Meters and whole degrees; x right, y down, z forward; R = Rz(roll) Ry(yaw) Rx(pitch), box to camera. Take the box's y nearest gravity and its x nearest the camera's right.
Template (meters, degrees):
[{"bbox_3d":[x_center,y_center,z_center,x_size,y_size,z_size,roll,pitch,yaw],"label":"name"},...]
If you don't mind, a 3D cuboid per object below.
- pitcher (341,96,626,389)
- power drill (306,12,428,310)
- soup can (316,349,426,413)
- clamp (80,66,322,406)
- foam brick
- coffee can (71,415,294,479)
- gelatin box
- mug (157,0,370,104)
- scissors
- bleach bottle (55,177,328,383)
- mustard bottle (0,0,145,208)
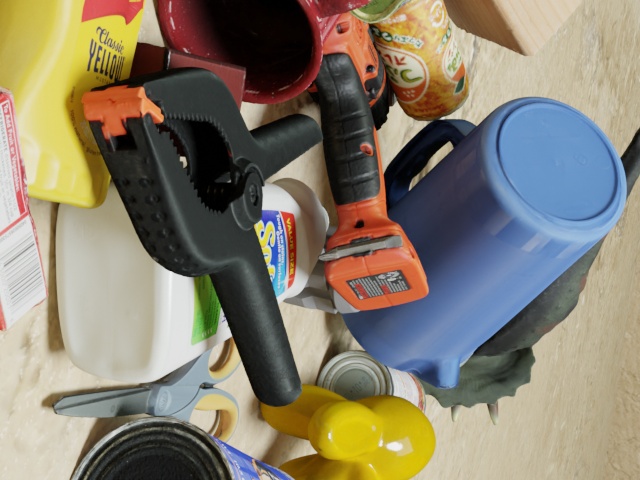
[{"bbox_3d":[0.110,-0.009,0.783,0.144,0.149,0.243,-53,180,-32],"label":"pitcher"},{"bbox_3d":[0.026,-0.053,0.707,0.184,0.057,0.187,45,32,-69],"label":"power drill"},{"bbox_3d":[0.044,0.133,0.905,0.102,0.069,0.068,35,69,-65],"label":"soup can"},{"bbox_3d":[-0.046,-0.010,0.503,0.209,0.036,0.164,32,57,-66],"label":"clamp"},{"bbox_3d":[-0.080,-0.071,0.538,0.078,0.053,0.051,-5,105,-66],"label":"foam brick"},{"bbox_3d":[-0.069,0.167,0.619,0.103,0.103,0.140,-71,156,-16],"label":"coffee can"},{"bbox_3d":[-0.144,-0.017,0.394,0.030,0.073,0.089,-46,141,-52],"label":"gelatin box"},{"bbox_3d":[-0.019,-0.136,0.573,0.093,0.117,0.081,62,38,-33],"label":"mug"},{"bbox_3d":[-0.090,0.078,0.638,0.201,0.016,0.096,48,56,-62],"label":"scissors"},{"bbox_3d":[-0.054,0.001,0.625,0.250,0.068,0.102,-26,121,-65],"label":"bleach bottle"},{"bbox_3d":[-0.105,-0.112,0.452,0.096,0.058,0.191,15,87,-75],"label":"mustard bottle"}]
